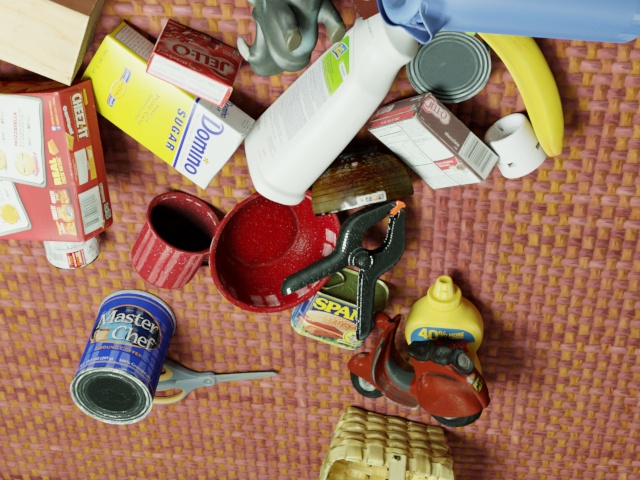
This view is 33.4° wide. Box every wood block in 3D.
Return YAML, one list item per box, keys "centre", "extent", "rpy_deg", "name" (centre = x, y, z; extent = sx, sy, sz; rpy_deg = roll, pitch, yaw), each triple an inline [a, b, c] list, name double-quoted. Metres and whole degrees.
- centre: [-0.328, -0.248, 1.066]
  extent: [0.206, 0.090, 0.090]
  rpy_deg: [21, 130, -10]
  name: "wood block"

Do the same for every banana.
- centre: [0.201, -0.169, 1.075]
  extent: [0.037, 0.069, 0.197]
  rpy_deg: [7, 150, 48]
  name: "banana"

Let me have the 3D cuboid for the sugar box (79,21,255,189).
- centre: [-0.167, -0.142, 1.140]
  extent: [0.176, 0.048, 0.093]
  rpy_deg: [37, 128, -5]
  name: "sugar box"

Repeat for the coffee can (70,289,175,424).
- centre: [-0.247, 0.146, 1.350]
  extent: [0.103, 0.140, 0.103]
  rpy_deg: [4, 130, 5]
  name: "coffee can"

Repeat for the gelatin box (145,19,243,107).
- centre: [-0.129, -0.184, 1.102]
  extent: [0.089, 0.073, 0.030]
  rpy_deg: [23, 128, -11]
  name: "gelatin box"

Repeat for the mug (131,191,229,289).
- centre: [-0.163, 0.005, 1.261]
  extent: [0.117, 0.093, 0.082]
  rpy_deg: [10, 138, -25]
  name: "mug"

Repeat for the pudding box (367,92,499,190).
- centre: [0.119, -0.103, 1.132]
  extent: [0.113, 0.039, 0.090]
  rpy_deg: [41, 159, -22]
  name: "pudding box"

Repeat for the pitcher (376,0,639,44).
- centre: [0.179, -0.253, 0.949]
  extent: [0.242, 0.145, 0.149]
  rpy_deg: [3, 119, -18]
  name: "pitcher"

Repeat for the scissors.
- centre: [-0.167, 0.177, 1.446]
  extent: [0.202, 0.016, 0.096]
  rpy_deg: [-19, 125, 22]
  name: "scissors"

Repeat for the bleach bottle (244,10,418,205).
- centre: [0.021, -0.148, 1.092]
  extent: [0.068, 0.102, 0.251]
  rpy_deg: [17, 135, -37]
  name: "bleach bottle"

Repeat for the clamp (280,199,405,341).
- centre: [0.034, 0.021, 1.225]
  extent: [0.120, 0.039, 0.171]
  rpy_deg: [23, 96, -19]
  name: "clamp"

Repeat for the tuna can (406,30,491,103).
- centre: [0.131, -0.185, 1.090]
  extent: [0.086, 0.033, 0.086]
  rpy_deg: [4, 130, 5]
  name: "tuna can"

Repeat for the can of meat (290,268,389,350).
- centre: [0.022, 0.082, 1.315]
  extent: [0.102, 0.057, 0.084]
  rpy_deg: [20, 132, -8]
  name: "can of meat"

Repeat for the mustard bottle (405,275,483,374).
- centre: [0.154, 0.120, 1.326]
  extent: [0.096, 0.058, 0.192]
  rpy_deg: [4, 130, 11]
  name: "mustard bottle"

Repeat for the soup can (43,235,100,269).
- centre: [-0.301, -0.024, 1.264]
  extent: [0.068, 0.068, 0.102]
  rpy_deg: [3, 130, 5]
  name: "soup can"

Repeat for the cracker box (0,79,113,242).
- centre: [-0.339, -0.088, 1.161]
  extent: [0.214, 0.072, 0.164]
  rpy_deg: [2, 111, 24]
  name: "cracker box"

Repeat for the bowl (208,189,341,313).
- centre: [-0.058, 0.002, 1.235]
  extent: [0.162, 0.055, 0.162]
  rpy_deg: [-10, 119, -19]
  name: "bowl"
